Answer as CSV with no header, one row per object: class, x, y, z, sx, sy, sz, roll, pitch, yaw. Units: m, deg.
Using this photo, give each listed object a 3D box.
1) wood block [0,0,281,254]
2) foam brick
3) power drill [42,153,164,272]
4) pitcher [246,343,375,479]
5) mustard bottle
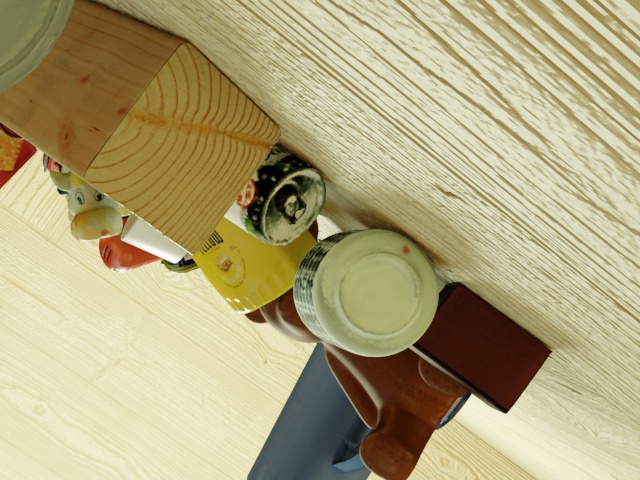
wood block,-0.132,-0.082,0.643,0.206,0.090,0.090,30,172,47
foam brick,0.102,0.070,0.707,0.078,0.051,0.053,36,176,0
power drill,-0.188,-0.056,1.126,0.184,0.057,0.188,-20,-125,-44
pitcher,0.028,0.183,1.121,0.145,0.243,0.149,30,179,23
mustard bottle,-0.088,-0.039,0.766,0.191,0.058,0.096,51,142,-7
